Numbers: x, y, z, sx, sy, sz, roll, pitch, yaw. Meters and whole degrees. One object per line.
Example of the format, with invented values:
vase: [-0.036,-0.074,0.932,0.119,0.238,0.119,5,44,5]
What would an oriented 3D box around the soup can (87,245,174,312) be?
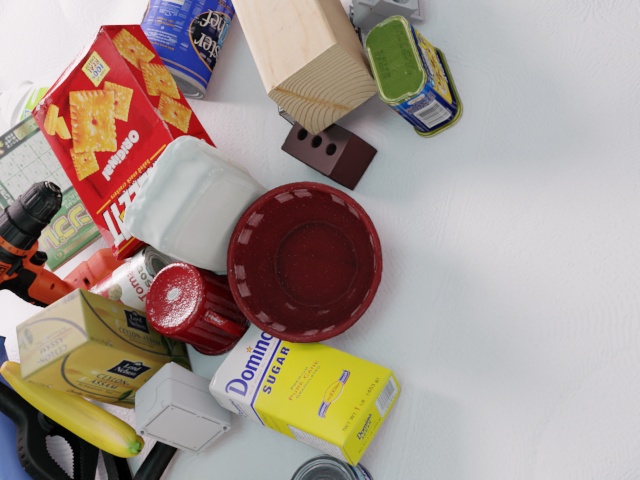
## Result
soup can: [-0.214,0.061,1.214,0.102,0.068,0.068,-35,58,17]

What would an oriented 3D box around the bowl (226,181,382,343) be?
bowl: [-0.011,0.023,1.084,0.162,0.055,0.162,-1,87,14]

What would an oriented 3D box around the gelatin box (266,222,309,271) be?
gelatin box: [-0.057,0.001,1.156,0.089,0.030,0.073,-45,55,12]

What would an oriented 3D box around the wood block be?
wood block: [-0.024,-0.225,1.126,0.090,0.090,0.206,-34,51,17]

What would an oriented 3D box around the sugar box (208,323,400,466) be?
sugar box: [-0.018,0.146,1.053,0.176,0.048,0.093,17,59,33]

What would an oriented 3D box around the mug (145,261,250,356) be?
mug: [-0.125,0.075,1.141,0.117,0.081,0.093,29,90,37]

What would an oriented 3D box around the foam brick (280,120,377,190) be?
foam brick: [0.009,-0.096,1.135,0.078,0.051,0.053,30,91,36]

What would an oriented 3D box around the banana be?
banana: [-0.259,0.186,1.151,0.198,0.069,0.037,24,58,22]

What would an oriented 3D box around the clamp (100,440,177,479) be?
clamp: [-0.211,0.268,1.157,0.120,0.039,0.171,-1,66,40]

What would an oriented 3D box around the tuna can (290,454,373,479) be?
tuna can: [0.009,0.249,1.022,0.086,0.033,0.086,-12,67,29]

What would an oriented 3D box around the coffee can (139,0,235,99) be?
coffee can: [-0.163,-0.253,1.271,0.103,0.102,0.140,14,81,36]

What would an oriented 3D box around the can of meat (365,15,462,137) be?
can of meat: [0.093,-0.167,1.086,0.058,0.083,0.102,-27,61,22]

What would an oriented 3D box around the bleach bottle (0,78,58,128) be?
bleach bottle: [-0.332,-0.170,1.377,0.251,0.068,0.102,16,84,38]

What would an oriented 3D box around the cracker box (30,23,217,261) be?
cracker box: [-0.217,-0.109,1.200,0.164,0.071,0.214,-39,77,34]

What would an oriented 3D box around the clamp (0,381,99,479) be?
clamp: [-0.300,0.197,1.203,0.036,0.164,0.210,-44,73,42]

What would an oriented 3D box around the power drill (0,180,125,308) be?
power drill: [-0.311,0.022,1.216,0.185,0.187,0.057,-42,54,15]
